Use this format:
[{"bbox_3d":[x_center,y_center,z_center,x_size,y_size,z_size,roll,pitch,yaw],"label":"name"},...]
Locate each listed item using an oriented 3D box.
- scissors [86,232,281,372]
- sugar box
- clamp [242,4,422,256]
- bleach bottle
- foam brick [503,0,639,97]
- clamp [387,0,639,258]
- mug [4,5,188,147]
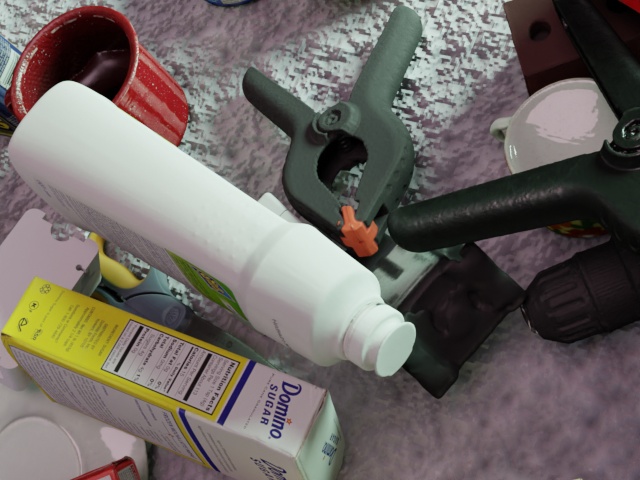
[{"bbox_3d":[-0.100,0.058,0.634,0.096,0.016,0.202,-48,49,4],"label":"scissors"},{"bbox_3d":[-0.076,0.082,0.569,0.176,0.093,0.048,17,63,17],"label":"sugar box"},{"bbox_3d":[0.004,-0.063,0.631,0.120,0.039,0.171,-17,48,25],"label":"clamp"},{"bbox_3d":[-0.054,0.001,0.555,0.251,0.102,0.068,30,78,33],"label":"bleach bottle"},{"bbox_3d":[0.147,-0.111,0.591,0.078,0.051,0.053,-18,63,16],"label":"foam brick"},{"bbox_3d":[0.146,-0.046,0.480,0.210,0.036,0.164,14,65,43],"label":"clamp"},{"bbox_3d":[-0.149,-0.089,0.695,0.117,0.081,0.093,-6,67,21],"label":"mug"}]
